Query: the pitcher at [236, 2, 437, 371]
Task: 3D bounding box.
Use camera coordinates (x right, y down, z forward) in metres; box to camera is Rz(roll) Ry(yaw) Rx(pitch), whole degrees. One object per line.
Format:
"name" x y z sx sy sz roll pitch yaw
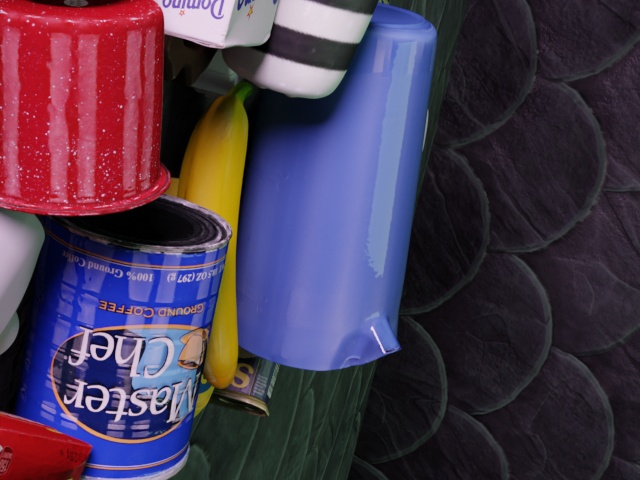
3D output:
"pitcher" 0.000 -0.045 0.752 0.145 0.149 0.243 -83 -178 -68

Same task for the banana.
"banana" -0.063 -0.003 0.657 0.069 0.037 0.198 3 93 -61

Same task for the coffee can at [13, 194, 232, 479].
"coffee can" -0.112 0.051 0.594 0.102 0.103 0.140 -45 149 -71

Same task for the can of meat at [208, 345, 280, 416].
"can of meat" -0.079 0.084 0.846 0.057 0.102 0.084 79 26 -70

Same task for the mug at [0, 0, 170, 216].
"mug" -0.119 -0.063 0.458 0.117 0.093 0.081 -13 120 -37
